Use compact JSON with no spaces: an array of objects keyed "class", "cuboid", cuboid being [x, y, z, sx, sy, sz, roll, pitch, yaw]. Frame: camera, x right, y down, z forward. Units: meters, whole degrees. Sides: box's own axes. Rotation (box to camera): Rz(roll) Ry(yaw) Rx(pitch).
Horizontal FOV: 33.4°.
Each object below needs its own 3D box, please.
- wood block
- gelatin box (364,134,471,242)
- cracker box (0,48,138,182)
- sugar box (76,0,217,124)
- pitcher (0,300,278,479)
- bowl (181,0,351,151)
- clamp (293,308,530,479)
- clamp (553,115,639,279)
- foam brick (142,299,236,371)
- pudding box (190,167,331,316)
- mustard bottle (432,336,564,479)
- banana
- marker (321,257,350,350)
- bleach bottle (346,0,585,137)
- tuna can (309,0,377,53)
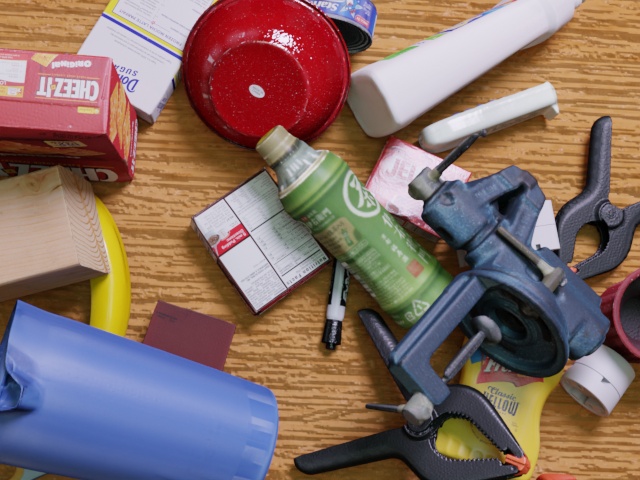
[{"class":"wood block","cuboid":[-0.305,0.008,0.946,0.206,0.090,0.091,-15,81,5]},{"class":"gelatin box","cuboid":[0.091,-0.050,1.035,0.089,0.030,0.073,26,79,0]},{"class":"cracker box","cuboid":[-0.250,-0.104,0.925,0.164,0.214,0.072,4,82,-4]},{"class":"sugar box","cuboid":[-0.158,-0.211,1.036,0.093,0.048,0.176,30,83,1]},{"class":"pitcher","cuboid":[-0.167,0.146,0.910,0.242,0.145,0.149,19,38,-17]},{"class":"bowl","cuboid":[-0.053,-0.147,0.985,0.162,0.055,0.162,2,117,4]},{"class":"clamp","cuboid":[0.091,0.155,0.964,0.210,0.036,0.164,11,76,25]},{"class":"clamp","cuboid":[0.289,-0.024,1.041,0.120,0.039,0.171,27,86,5]},{"class":"foam brick","cuboid":[-0.121,0.092,0.985,0.078,0.051,0.053,19,79,-1]},{"class":"pudding box","cuboid":[-0.057,0.001,1.012,0.090,0.039,0.113,-35,87,-9]},{"class":"mustard bottle","cuboid":[0.176,0.122,0.998,0.096,0.058,0.191,18,79,9]},{"class":"banana","cuboid":[-0.213,0.022,0.999,0.070,0.037,0.198,-24,82,10]},{"class":"marker","cuboid":[0.018,0.044,1.019,0.020,0.020,0.121,9,80,-3]},{"class":"bleach bottle","cuboid":[0.149,-0.188,1.037,0.250,0.103,0.068,-30,98,-15]},{"class":"tuna can","cuboid":[0.011,-0.213,1.028,0.086,0.086,0.034,12,78,-2]}]
